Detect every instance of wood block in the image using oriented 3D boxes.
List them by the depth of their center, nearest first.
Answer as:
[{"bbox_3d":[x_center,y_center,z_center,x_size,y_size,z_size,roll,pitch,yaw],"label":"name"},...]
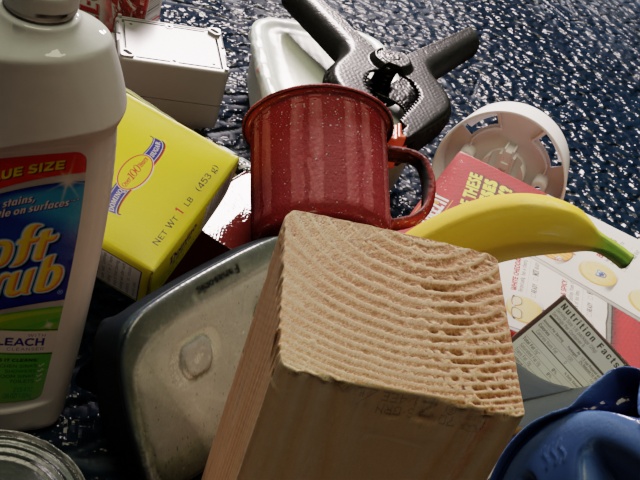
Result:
[{"bbox_3d":[0.001,0.101,0.450,0.090,0.206,0.091,13,38,-9],"label":"wood block"}]

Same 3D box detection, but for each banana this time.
[{"bbox_3d":[0.071,0.021,0.604,0.069,0.198,0.037,66,18,0],"label":"banana"}]

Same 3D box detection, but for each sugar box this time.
[{"bbox_3d":[-0.143,-0.049,0.584,0.176,0.048,0.093,31,55,3],"label":"sugar box"}]

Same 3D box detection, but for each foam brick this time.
[{"bbox_3d":[-0.054,0.001,0.678,0.051,0.053,0.078,32,39,16],"label":"foam brick"}]

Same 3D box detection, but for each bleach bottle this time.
[{"bbox_3d":[-0.150,-0.016,0.492,0.102,0.251,0.068,6,39,-17],"label":"bleach bottle"}]

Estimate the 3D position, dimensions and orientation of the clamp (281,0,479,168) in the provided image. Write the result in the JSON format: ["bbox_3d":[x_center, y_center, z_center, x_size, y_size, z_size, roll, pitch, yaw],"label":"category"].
[{"bbox_3d":[0.038,-0.126,0.787,0.164,0.036,0.210,17,38,-4],"label":"clamp"}]

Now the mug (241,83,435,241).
[{"bbox_3d":[0.011,-0.032,0.633,0.117,0.093,0.081,4,62,-10],"label":"mug"}]
